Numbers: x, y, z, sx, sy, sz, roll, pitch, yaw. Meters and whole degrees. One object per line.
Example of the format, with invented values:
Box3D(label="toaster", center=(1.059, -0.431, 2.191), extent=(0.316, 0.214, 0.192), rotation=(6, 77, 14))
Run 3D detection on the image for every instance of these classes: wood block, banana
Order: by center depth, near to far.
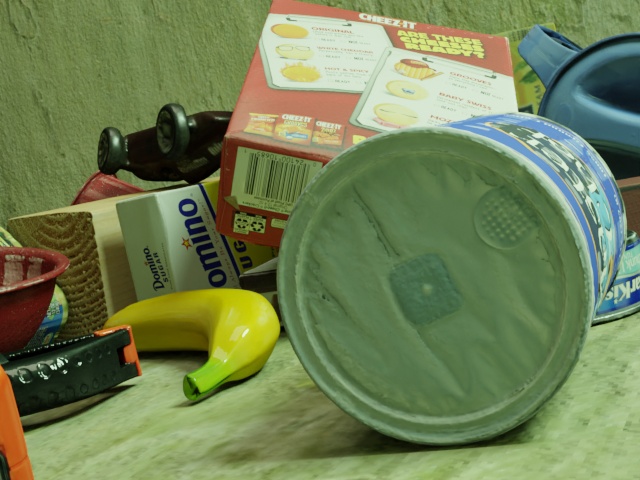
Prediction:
Box3D(label="banana", center=(-0.067, 0.047, 0.572), extent=(0.069, 0.037, 0.198), rotation=(-11, 5, -21))
Box3D(label="wood block", center=(-0.120, 0.007, 0.803), extent=(0.090, 0.091, 0.205), rotation=(-4, 8, 36))

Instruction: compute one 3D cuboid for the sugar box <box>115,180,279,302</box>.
Box3D(label="sugar box", center=(-0.055, 0.001, 0.739), extent=(0.048, 0.093, 0.175), rotation=(-10, 5, 37))

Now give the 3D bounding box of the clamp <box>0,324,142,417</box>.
Box3D(label="clamp", center=(-0.170, 0.073, 0.504), extent=(0.120, 0.039, 0.171), rotation=(0, 8, 44))

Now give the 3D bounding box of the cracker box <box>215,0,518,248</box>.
Box3D(label="cracker box", center=(0.034, -0.068, 0.648), extent=(0.164, 0.072, 0.213), rotation=(10, 32, -1))

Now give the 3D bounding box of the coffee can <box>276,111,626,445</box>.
Box3D(label="coffee can", center=(0.057, 0.005, 0.400), extent=(0.103, 0.103, 0.140), rotation=(-9, 5, 21))

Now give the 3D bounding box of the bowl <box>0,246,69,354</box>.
Box3D(label="bowl", center=(-0.217, 0.043, 0.583), extent=(0.162, 0.055, 0.162), rotation=(-2, 10, 0))

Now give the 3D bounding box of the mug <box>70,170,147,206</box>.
Box3D(label="mug", center=(-0.166, 0.004, 0.922), extent=(0.081, 0.117, 0.093), rotation=(23, 43, 11))
